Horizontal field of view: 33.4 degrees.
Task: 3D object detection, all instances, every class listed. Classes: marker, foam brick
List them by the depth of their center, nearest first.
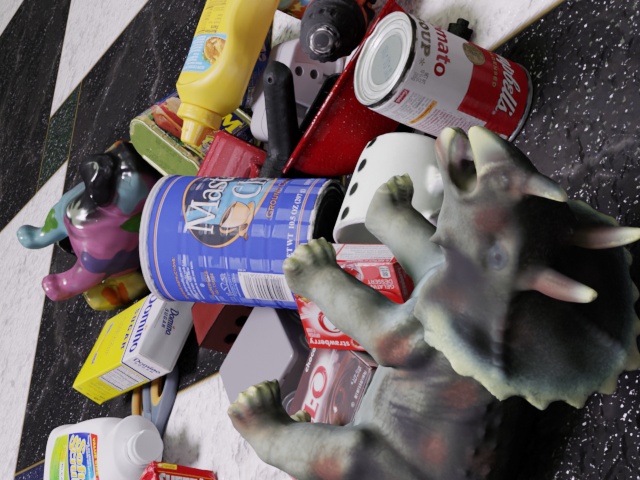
[{"bbox_3d":[0.087,-0.108,0.799,0.020,0.020,0.121,23,94,62],"label":"marker"},{"bbox_3d":[-0.074,0.056,0.955,0.078,0.052,0.051,-57,32,27],"label":"foam brick"}]

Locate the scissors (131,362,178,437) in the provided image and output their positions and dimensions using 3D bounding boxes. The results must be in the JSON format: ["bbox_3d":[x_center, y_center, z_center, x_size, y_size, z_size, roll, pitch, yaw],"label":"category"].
[{"bbox_3d":[-0.160,0.196,1.066,0.096,0.016,0.202,-57,32,25],"label":"scissors"}]

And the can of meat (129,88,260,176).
[{"bbox_3d":[-0.125,-0.102,1.050,0.083,0.102,0.057,-42,-17,-33],"label":"can of meat"}]

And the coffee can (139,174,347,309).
[{"bbox_3d":[-0.055,0.001,0.833,0.140,0.102,0.103,3,73,19],"label":"coffee can"}]

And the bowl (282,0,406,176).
[{"bbox_3d":[0.036,-0.106,0.813,0.162,0.055,0.162,-57,3,4],"label":"bowl"}]

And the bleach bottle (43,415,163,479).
[{"bbox_3d":[-0.214,0.217,1.075,0.251,0.068,0.102,-34,51,56],"label":"bleach bottle"}]

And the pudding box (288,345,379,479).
[{"bbox_3d":[0.012,0.130,0.776,0.090,0.039,0.113,34,104,61],"label":"pudding box"}]

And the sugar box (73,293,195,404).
[{"bbox_3d":[-0.194,0.109,1.122,0.177,0.048,0.093,-33,29,52],"label":"sugar box"}]

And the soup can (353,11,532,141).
[{"bbox_3d":[0.082,-0.105,0.720,0.069,0.102,0.068,-38,43,46],"label":"soup can"}]

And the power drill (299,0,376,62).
[{"bbox_3d":[0.046,-0.231,0.845,0.188,0.057,0.184,-56,7,21],"label":"power drill"}]

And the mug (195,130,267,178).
[{"bbox_3d":[-0.072,-0.047,0.967,0.081,0.093,0.117,-64,11,5],"label":"mug"}]

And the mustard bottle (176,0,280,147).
[{"bbox_3d":[-0.087,-0.178,0.982,0.096,0.058,0.191,15,84,59],"label":"mustard bottle"}]

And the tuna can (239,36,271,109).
[{"bbox_3d":[-0.073,-0.175,1.070,0.086,0.033,0.086,171,90,-73],"label":"tuna can"}]

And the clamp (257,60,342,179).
[{"bbox_3d":[-0.018,-0.071,0.913,0.039,0.120,0.171,22,112,32],"label":"clamp"}]

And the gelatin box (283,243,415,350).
[{"bbox_3d":[0.026,0.040,0.736,0.089,0.073,0.030,1,30,32],"label":"gelatin box"}]
